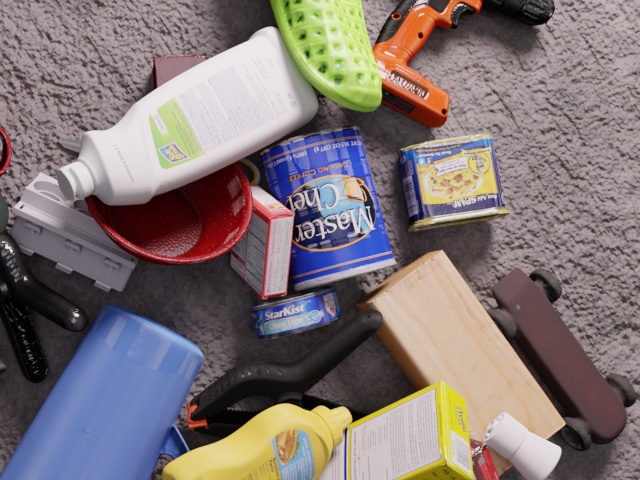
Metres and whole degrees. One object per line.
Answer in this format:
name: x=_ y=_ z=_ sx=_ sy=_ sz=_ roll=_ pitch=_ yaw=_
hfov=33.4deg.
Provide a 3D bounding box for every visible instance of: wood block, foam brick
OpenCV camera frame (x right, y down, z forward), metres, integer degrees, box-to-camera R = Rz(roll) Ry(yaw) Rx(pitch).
wood block: x=0.135 y=0.119 z=1.055 sx=0.090 sy=0.091 sz=0.206 roll=-36 pitch=92 yaw=-9
foam brick: x=-0.137 y=-0.139 z=1.053 sx=0.053 sy=0.051 sz=0.078 roll=-3 pitch=86 yaw=-10

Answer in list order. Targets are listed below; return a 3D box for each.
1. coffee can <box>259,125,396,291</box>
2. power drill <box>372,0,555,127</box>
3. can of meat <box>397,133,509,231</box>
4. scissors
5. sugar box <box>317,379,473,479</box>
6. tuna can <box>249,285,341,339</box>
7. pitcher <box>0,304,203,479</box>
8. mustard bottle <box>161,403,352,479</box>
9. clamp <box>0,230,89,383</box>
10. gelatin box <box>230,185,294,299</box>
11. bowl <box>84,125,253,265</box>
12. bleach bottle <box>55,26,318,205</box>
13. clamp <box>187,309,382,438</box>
coffee can: x=0.007 y=-0.030 z=1.041 sx=0.102 sy=0.103 sz=0.140 roll=-14 pitch=88 yaw=-10
power drill: x=0.131 y=-0.215 z=1.098 sx=0.184 sy=0.057 sz=0.187 roll=26 pitch=80 yaw=-2
can of meat: x=0.133 y=-0.059 z=1.086 sx=0.102 sy=0.057 sz=0.084 roll=-9 pitch=85 yaw=-10
scissors: x=-0.160 y=-0.052 z=1.059 sx=0.202 sy=0.016 sz=0.096 roll=2 pitch=100 yaw=3
sugar box: x=0.056 y=0.209 z=0.994 sx=0.176 sy=0.093 sz=0.048 roll=-32 pitch=124 yaw=29
tuna can: x=-0.024 y=0.070 z=1.037 sx=0.086 sy=0.086 sz=0.034 roll=-14 pitch=90 yaw=-10
pitcher: x=-0.198 y=0.192 z=0.983 sx=0.149 sy=0.145 sz=0.243 roll=37 pitch=75 yaw=-42
mustard bottle: x=-0.049 y=0.203 z=0.974 sx=0.191 sy=0.058 sz=0.096 roll=-26 pitch=123 yaw=-29
clamp: x=-0.282 y=0.043 z=0.994 sx=0.171 sy=0.120 sz=0.039 roll=56 pitch=36 yaw=0
gelatin box: x=-0.057 y=0.001 z=1.026 sx=0.030 sy=0.073 sz=0.089 roll=-10 pitch=119 yaw=-29
bowl: x=-0.146 y=-0.034 z=0.989 sx=0.162 sy=0.055 sz=0.162 roll=12 pitch=53 yaw=-17
bleach bottle: x=-0.125 y=-0.105 z=0.960 sx=0.250 sy=0.068 sz=0.102 roll=-29 pitch=88 yaw=-31
clamp: x=-0.025 y=0.142 z=1.028 sx=0.210 sy=0.036 sz=0.164 roll=-5 pitch=122 yaw=-4
